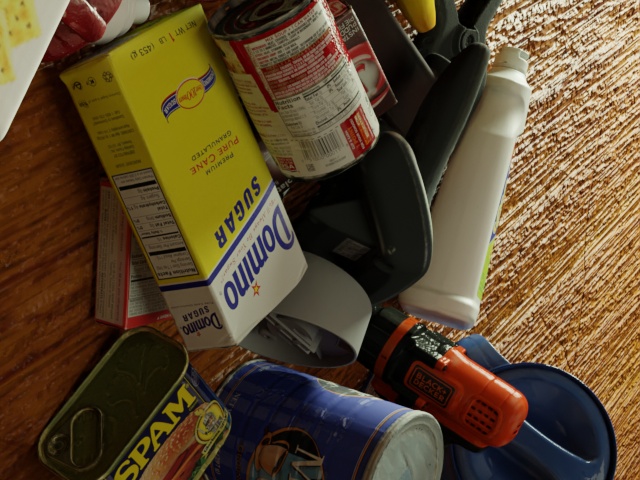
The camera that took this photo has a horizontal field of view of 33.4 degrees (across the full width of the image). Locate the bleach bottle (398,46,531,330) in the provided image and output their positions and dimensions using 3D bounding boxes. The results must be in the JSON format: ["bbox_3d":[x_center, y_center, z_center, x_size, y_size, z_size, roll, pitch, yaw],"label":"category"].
[{"bbox_3d":[0.135,-0.052,0.932,0.102,0.068,0.251,53,54,-77],"label":"bleach bottle"}]

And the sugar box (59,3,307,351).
[{"bbox_3d":[-0.072,-0.035,0.610,0.093,0.048,0.176,-46,117,-49],"label":"sugar box"}]

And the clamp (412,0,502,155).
[{"bbox_3d":[0.116,-0.172,0.889,0.164,0.036,0.210,-12,112,-44],"label":"clamp"}]

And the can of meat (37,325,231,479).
[{"bbox_3d":[-0.108,0.118,0.649,0.102,0.058,0.084,-53,144,-20],"label":"can of meat"}]

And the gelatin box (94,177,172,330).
[{"bbox_3d":[-0.100,0.004,0.647,0.073,0.030,0.089,-11,108,-54],"label":"gelatin box"}]

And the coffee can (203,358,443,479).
[{"bbox_3d":[0.001,0.150,0.748,0.102,0.141,0.103,-25,122,-49],"label":"coffee can"}]

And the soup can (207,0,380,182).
[{"bbox_3d":[-0.013,-0.093,0.617,0.068,0.069,0.102,-50,129,-33],"label":"soup can"}]

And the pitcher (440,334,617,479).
[{"bbox_3d":[0.156,0.189,0.944,0.243,0.145,0.149,101,8,-70],"label":"pitcher"}]

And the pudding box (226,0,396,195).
[{"bbox_3d":[-0.014,-0.093,0.692,0.113,0.039,0.090,-37,137,-3],"label":"pudding box"}]

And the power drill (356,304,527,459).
[{"bbox_3d":[0.043,0.146,0.818,0.057,0.185,0.188,-17,135,-59],"label":"power drill"}]
